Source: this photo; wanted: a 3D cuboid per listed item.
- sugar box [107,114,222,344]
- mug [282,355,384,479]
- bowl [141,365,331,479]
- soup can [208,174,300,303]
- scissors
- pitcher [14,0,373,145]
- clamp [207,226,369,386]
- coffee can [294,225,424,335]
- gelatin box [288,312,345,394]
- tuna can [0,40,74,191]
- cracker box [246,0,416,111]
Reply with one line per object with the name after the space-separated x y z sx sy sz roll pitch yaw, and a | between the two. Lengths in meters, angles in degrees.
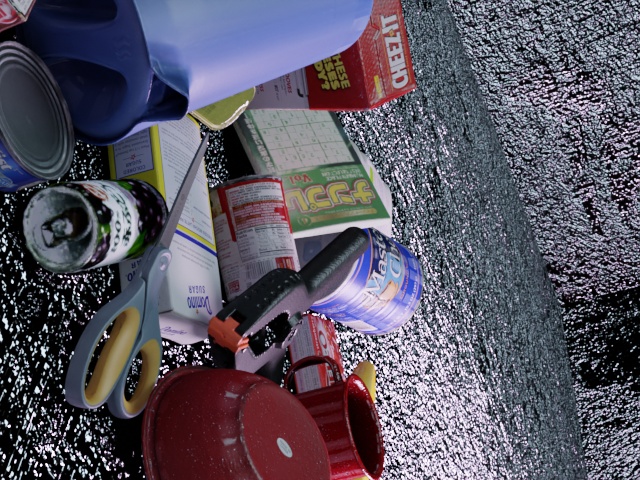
-0.116 -0.018 0.791 0.093 0.048 0.176 38 42 -65 | sugar box
-0.001 0.158 0.928 0.093 0.082 0.117 19 57 -70 | mug
-0.042 0.146 0.706 0.162 0.055 0.162 40 32 -32 | bowl
-0.056 0.001 0.921 0.068 0.069 0.102 16 60 -70 | soup can
-0.106 0.031 0.703 0.096 0.016 0.201 73 36 -49 | scissors
-0.083 -0.165 0.736 0.242 0.145 0.149 -26 101 -44 | pitcher
-0.038 0.070 0.831 0.036 0.165 0.209 34 18 14 | clamp
0.027 0.030 1.060 0.140 0.103 0.103 29 47 -53 | coffee can
-0.002 0.120 1.047 0.073 0.030 0.089 27 49 -67 | gelatin box
-0.185 -0.073 0.638 0.086 0.034 0.086 -16 90 -73 | tuna can
-0.029 -0.197 0.913 0.072 0.214 0.164 -29 114 -38 | cracker box
